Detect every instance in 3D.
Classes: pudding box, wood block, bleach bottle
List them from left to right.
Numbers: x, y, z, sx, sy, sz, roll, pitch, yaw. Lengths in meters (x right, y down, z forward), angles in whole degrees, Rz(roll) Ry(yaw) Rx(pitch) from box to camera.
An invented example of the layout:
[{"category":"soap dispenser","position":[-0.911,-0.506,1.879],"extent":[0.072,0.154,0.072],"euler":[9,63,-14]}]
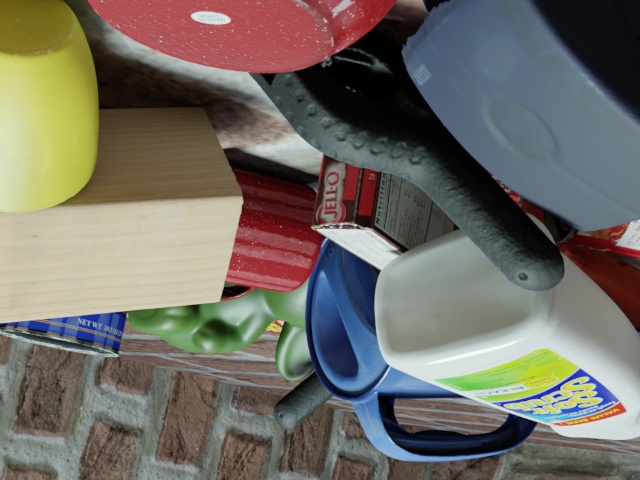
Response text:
[{"category":"wood block","position":[-0.160,-0.015,0.614],"extent":[0.205,0.091,0.090],"euler":[-5,135,-23]},{"category":"pudding box","position":[0.039,-0.034,0.567],"extent":[0.039,0.090,0.113],"euler":[3,166,29]},{"category":"bleach bottle","position":[0.139,0.066,0.594],"extent":[0.103,0.068,0.250],"euler":[-20,148,33]}]

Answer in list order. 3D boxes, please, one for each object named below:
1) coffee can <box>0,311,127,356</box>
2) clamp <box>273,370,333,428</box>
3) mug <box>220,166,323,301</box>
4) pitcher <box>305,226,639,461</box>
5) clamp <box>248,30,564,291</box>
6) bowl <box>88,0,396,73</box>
[{"category":"coffee can","position":[-0.202,0.017,0.886],"extent":[0.103,0.140,0.103],"euler":[10,168,2]},{"category":"clamp","position":[0.054,0.079,0.895],"extent":[0.164,0.036,0.210],"euler":[-23,157,-48]},{"category":"mug","position":[-0.055,0.001,0.773],"extent":[0.081,0.093,0.117],"euler":[12,125,-27]},{"category":"pitcher","position":[0.120,0.066,0.781],"extent":[0.242,0.149,0.145],"euler":[8,-157,-28]},{"category":"clamp","position":[0.050,-0.057,0.490],"extent":[0.171,0.120,0.039],"euler":[35,128,2]},{"category":"bowl","position":[-0.035,-0.105,0.394],"extent":[0.162,0.055,0.162],"euler":[10,167,2]}]
